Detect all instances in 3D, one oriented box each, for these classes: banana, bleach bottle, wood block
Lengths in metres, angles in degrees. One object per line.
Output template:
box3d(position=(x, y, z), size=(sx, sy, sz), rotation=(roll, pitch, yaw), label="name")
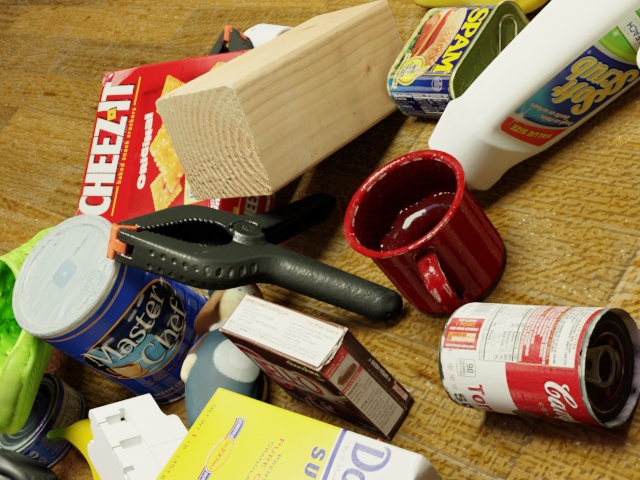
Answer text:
box3d(position=(-0.165, 0.198, 0.820), size=(0.070, 0.037, 0.198), rotation=(-44, 36, 9), label="banana")
box3d(position=(0.171, -0.115, 0.769), size=(0.251, 0.102, 0.068), rotation=(-44, 51, 14), label="bleach bottle")
box3d(position=(-0.021, -0.118, 0.874), size=(0.091, 0.090, 0.205), rotation=(-3, 25, 43), label="wood block")

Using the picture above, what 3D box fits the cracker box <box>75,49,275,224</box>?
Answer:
box3d(position=(-0.130, -0.082, 0.988), size=(0.214, 0.072, 0.164), rotation=(1, 77, 43), label="cracker box")

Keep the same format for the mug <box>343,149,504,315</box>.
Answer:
box3d(position=(0.078, 0.005, 0.735), size=(0.093, 0.081, 0.117), rotation=(-31, 39, 13), label="mug")

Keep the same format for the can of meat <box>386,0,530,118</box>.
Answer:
box3d(position=(0.113, -0.146, 0.874), size=(0.084, 0.057, 0.102), rotation=(12, 64, 51), label="can of meat")

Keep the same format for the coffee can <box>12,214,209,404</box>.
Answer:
box3d(position=(-0.158, 0.057, 0.849), size=(0.103, 0.140, 0.103), rotation=(-18, 52, 25), label="coffee can")

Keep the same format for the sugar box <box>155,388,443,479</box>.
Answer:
box3d(position=(-0.019, 0.155, 0.652), size=(0.177, 0.048, 0.093), rotation=(8, 55, 43), label="sugar box")

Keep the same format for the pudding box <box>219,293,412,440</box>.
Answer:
box3d(position=(-0.004, 0.085, 0.730), size=(0.114, 0.090, 0.039), rotation=(12, 63, 48), label="pudding box")

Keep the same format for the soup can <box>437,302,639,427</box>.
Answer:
box3d(position=(0.129, 0.071, 0.635), size=(0.102, 0.068, 0.068), rotation=(0, 54, 44), label="soup can")

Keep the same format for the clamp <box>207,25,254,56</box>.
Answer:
box3d(position=(-0.090, -0.130, 1.045), size=(0.120, 0.039, 0.171), rotation=(7, 78, 37), label="clamp")

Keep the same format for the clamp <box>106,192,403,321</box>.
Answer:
box3d(position=(-0.055, 0.001, 0.807), size=(0.164, 0.209, 0.036), rotation=(-112, 32, -58), label="clamp")

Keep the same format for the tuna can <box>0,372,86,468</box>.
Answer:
box3d(position=(-0.249, 0.160, 0.938), size=(0.086, 0.033, 0.086), rotation=(-26, 40, 24), label="tuna can")
